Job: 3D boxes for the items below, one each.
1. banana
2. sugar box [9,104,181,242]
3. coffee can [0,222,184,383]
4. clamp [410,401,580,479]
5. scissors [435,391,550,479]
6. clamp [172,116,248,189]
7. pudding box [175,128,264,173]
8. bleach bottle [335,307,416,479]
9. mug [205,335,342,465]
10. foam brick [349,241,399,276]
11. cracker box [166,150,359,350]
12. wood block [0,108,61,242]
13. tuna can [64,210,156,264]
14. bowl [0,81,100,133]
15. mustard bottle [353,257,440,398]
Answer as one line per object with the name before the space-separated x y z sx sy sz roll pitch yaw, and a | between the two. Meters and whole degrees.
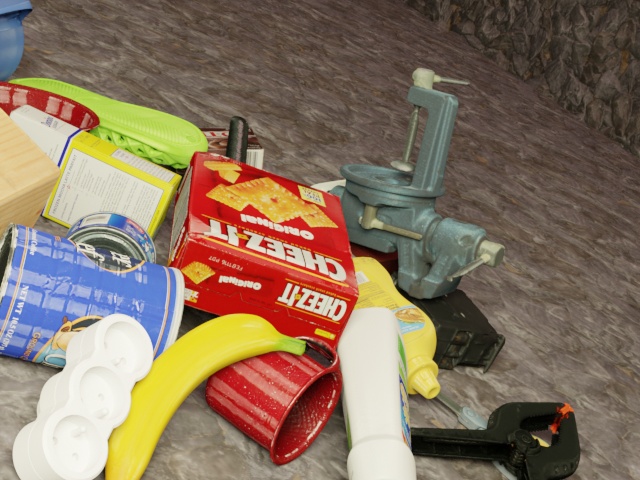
banana | -0.099 0.109 0.806 0.070 0.037 0.197 35 54 26
sugar box | -0.240 -0.059 1.081 0.176 0.093 0.048 26 20 -1
coffee can | -0.192 0.054 0.853 0.140 0.103 0.103 17 22 -22
clamp | 0.192 0.207 1.001 0.209 0.036 0.165 -13 44 -45
scissors | 0.168 0.184 1.089 0.096 0.016 0.202 2 33 -43
clamp | -0.104 -0.067 1.242 0.039 0.120 0.172 24 20 -48
pudding box | -0.135 -0.116 1.370 0.113 0.039 0.090 1 24 -15
bleach bottle | 0.049 0.164 0.910 0.068 0.102 0.251 -9 30 4
mug | -0.034 0.119 0.892 0.082 0.093 0.117 31 51 25
foam brick | 0.060 0.030 1.282 0.051 0.053 0.078 37 24 26
cracker box | -0.057 0.001 1.016 0.164 0.072 0.213 18 23 -13
wood block | -0.311 -0.021 0.816 0.091 0.090 0.205 45 39 6
tuna can | -0.193 0.019 0.961 0.086 0.086 0.033 23 23 -9
bowl | -0.328 -0.125 1.172 0.162 0.055 0.162 15 19 -6
mustard bottle | 0.063 0.095 1.100 0.096 0.058 0.192 -19 42 -22
